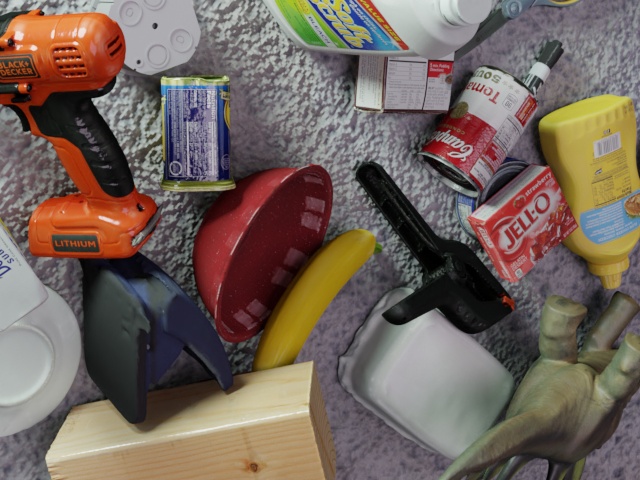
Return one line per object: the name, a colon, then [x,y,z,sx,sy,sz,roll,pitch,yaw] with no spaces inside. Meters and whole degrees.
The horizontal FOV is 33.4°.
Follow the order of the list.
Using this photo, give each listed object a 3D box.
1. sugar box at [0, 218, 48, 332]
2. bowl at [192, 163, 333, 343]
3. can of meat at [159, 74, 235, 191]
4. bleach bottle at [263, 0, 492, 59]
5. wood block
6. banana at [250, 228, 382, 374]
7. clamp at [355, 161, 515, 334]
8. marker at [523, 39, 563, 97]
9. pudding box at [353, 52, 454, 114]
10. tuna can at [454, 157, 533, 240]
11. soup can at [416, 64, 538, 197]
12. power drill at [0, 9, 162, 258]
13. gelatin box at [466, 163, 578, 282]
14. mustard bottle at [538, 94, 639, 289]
sugar box: [-0.241,-0.007,0.734,0.048,0.176,0.093,-37,115,-15]
bowl: [-0.056,0.001,0.874,0.162,0.055,0.162,-48,155,-32]
can of meat: [-0.097,-0.086,0.832,0.057,0.102,0.084,-1,100,-7]
bleach bottle: [0.038,-0.185,0.792,0.068,0.251,0.102,-41,117,-13]
wood block: [-0.098,0.171,0.849,0.206,0.090,0.091,-11,108,6]
banana: [-0.003,0.053,0.912,0.197,0.037,0.069,-49,136,-26]
clamp: [0.109,0.038,0.962,0.036,0.164,0.209,-31,133,30]
marker: [0.196,-0.139,1.016,0.020,0.020,0.121,35,85,-29]
pudding box: [0.076,-0.167,0.927,0.089,0.039,0.113,-5,102,-42]
tuna can: [0.173,-0.037,1.020,0.086,0.034,0.086,-6,105,-26]
soup can: [0.144,-0.099,0.971,0.068,0.069,0.102,38,83,-29]
power drill: [-0.205,-0.074,0.770,0.057,0.185,0.187,-62,145,-46]
gelatin box: [0.189,-0.016,0.994,0.089,0.030,0.073,-39,116,-14]
mustard bottle: [0.275,-0.041,1.057,0.096,0.058,0.191,-22,111,-22]
